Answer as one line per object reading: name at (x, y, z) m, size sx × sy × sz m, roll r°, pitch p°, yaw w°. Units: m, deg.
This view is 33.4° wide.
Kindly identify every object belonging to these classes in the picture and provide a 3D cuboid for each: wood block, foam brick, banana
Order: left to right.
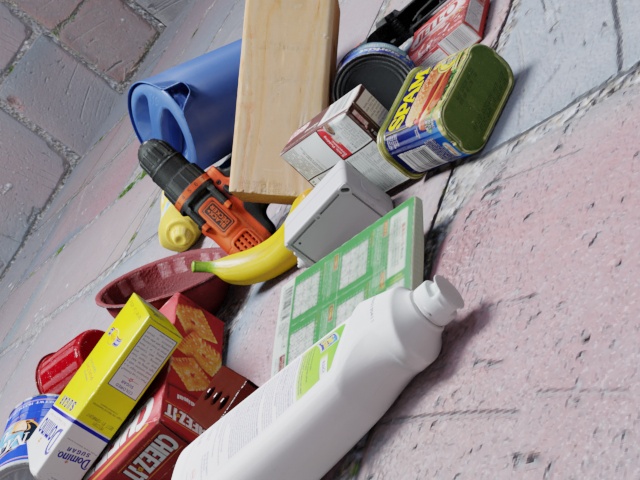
foam brick at (-0.064, 0.139, 0.858) m, size 0.053 × 0.051 × 0.078 m, roll -56°, pitch 18°, yaw -11°
banana at (-0.045, 0.005, 1.040) m, size 0.198 × 0.069 × 0.037 m, roll -32°, pitch 59°, yaw 42°
wood block at (-0.033, -0.142, 1.065) m, size 0.091 × 0.090 × 0.206 m, roll 47°, pitch -132°, yaw -84°

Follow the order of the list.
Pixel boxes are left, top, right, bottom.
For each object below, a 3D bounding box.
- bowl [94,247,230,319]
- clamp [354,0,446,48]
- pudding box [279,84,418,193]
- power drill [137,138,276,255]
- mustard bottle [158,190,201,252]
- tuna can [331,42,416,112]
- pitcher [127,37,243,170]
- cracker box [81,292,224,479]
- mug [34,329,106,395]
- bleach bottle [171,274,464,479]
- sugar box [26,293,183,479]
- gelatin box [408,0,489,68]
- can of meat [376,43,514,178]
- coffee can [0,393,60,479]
bowl at (-0.161, 0.062, 1.169) m, size 0.162 × 0.055 × 0.162 m, roll -16°, pitch 15°, yaw 4°
clamp at (0.091, -0.240, 1.175) m, size 0.164 × 0.036 × 0.210 m, roll -41°, pitch 6°, yaw -11°
pudding box at (0.029, -0.078, 0.964) m, size 0.114 × 0.090 × 0.039 m, roll -28°, pitch 25°, yaw 53°
power drill at (-0.078, -0.089, 1.140) m, size 0.187 × 0.184 × 0.057 m, roll -46°, pitch -4°, yaw 1°
mustard bottle at (-0.193, -0.038, 1.486) m, size 0.191 × 0.058 × 0.096 m, roll -103°, pitch 36°, yaw -66°
tuna can at (0.055, -0.150, 1.045) m, size 0.086 × 0.086 × 0.033 m, roll -44°, pitch 19°, yaw 27°
pitcher at (-0.112, -0.177, 1.340) m, size 0.242 × 0.145 × 0.149 m, roll -33°, pitch 30°, yaw -31°
cracker box at (-0.170, 0.172, 1.028) m, size 0.164 × 0.072 × 0.213 m, roll -47°, pitch 20°, yaw 20°
mug at (-0.287, 0.172, 1.312) m, size 0.082 × 0.093 × 0.117 m, roll -36°, pitch 55°, yaw 31°
bleach bottle at (-0.001, 0.116, 0.733) m, size 0.251 × 0.068 × 0.102 m, roll -43°, pitch 21°, yaw 22°
sugar box at (-0.201, 0.139, 0.977) m, size 0.176 × 0.048 × 0.093 m, roll -52°, pitch 20°, yaw -3°
gelatin box at (0.125, -0.204, 1.061) m, size 0.089 × 0.030 × 0.073 m, roll -37°, pitch 24°, yaw 41°
can of meat at (0.105, -0.109, 0.893) m, size 0.084 × 0.057 × 0.102 m, roll -17°, pitch 41°, yaw 57°
coffee can at (-0.307, 0.248, 1.174) m, size 0.103 × 0.102 × 0.140 m, roll -49°, pitch 18°, yaw 14°
